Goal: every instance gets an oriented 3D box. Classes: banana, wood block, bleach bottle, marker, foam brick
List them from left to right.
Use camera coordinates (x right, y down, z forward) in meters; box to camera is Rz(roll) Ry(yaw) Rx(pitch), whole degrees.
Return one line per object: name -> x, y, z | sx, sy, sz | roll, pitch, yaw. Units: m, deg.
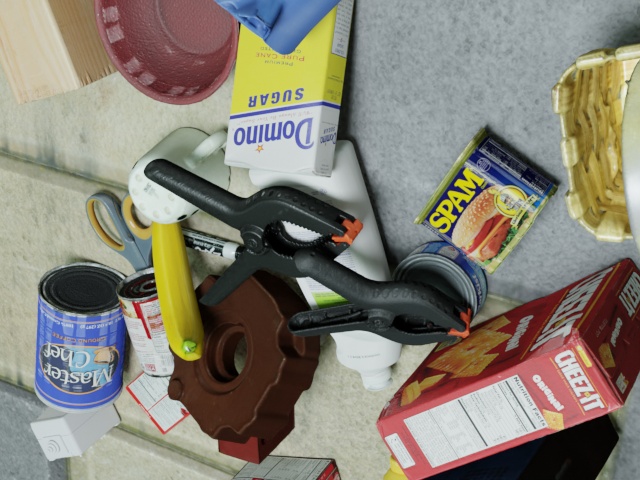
wood block -> -0.277, -0.250, 1.045 | 0.090, 0.090, 0.206 | -8, 109, 32
banana -> -0.142, 0.050, 1.076 | 0.070, 0.037, 0.198 | 110, 150, -43
marker -> -0.114, 0.005, 1.122 | 0.121, 0.020, 0.020 | 15, 120, 23
foam brick -> -0.069, 0.195, 1.154 | 0.051, 0.078, 0.053 | 13, 120, 26
bleach bottle -> 0.017, 0.032, 1.033 | 0.103, 0.068, 0.251 | -4, 113, 32

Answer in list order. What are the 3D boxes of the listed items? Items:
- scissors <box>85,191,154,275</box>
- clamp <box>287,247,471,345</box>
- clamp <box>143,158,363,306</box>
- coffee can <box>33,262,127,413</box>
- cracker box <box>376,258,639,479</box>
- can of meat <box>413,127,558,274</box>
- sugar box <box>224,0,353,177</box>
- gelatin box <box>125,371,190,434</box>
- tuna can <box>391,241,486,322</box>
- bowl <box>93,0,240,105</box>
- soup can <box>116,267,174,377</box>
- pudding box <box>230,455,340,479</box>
scissors -> -0.181, 0.025, 1.173 | 0.096, 0.016, 0.201 | -29, 103, 32
clamp -> 0.048, 0.066, 0.974 | 0.171, 0.039, 0.120 | 18, 148, -3
clamp -> -0.057, 0.001, 0.994 | 0.210, 0.036, 0.164 | 6, 128, 27
coffee can -> -0.271, 0.111, 1.214 | 0.103, 0.102, 0.140 | 23, 123, 19
cracker box -> 0.170, 0.109, 0.915 | 0.214, 0.164, 0.072 | -30, 95, 36
can of meat -> 0.144, -0.032, 0.929 | 0.084, 0.057, 0.102 | 37, 127, 6
sugar box -> -0.027, -0.147, 0.938 | 0.093, 0.048, 0.176 | 8, 92, 26
gelatin box -> -0.174, 0.173, 1.235 | 0.073, 0.030, 0.089 | 50, 128, 1
tuna can -> 0.111, 0.045, 1.000 | 0.086, 0.033, 0.086 | 13, 119, 24
bowl -> -0.132, -0.212, 1.000 | 0.162, 0.055, 0.162 | 13, 120, 24
soup can -> -0.175, 0.089, 1.157 | 0.069, 0.068, 0.102 | 3, 120, 29
pudding box -> -0.047, 0.276, 1.174 | 0.114, 0.089, 0.039 | -2, 111, 32
